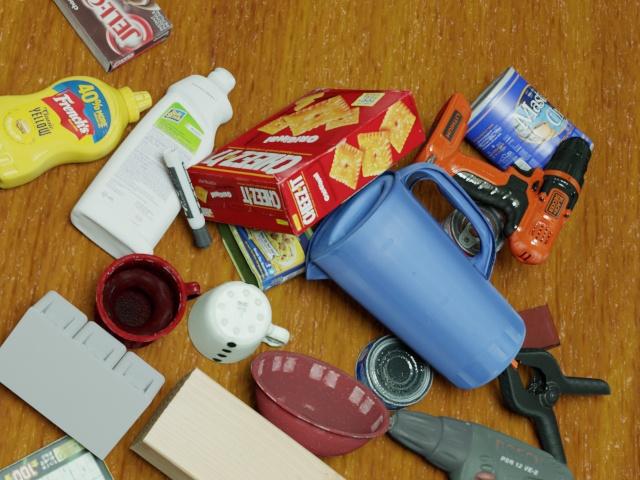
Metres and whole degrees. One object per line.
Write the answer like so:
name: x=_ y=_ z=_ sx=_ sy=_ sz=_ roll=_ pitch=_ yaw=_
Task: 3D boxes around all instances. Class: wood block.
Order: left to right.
wood block: x=-0.078 y=0.230 z=1.076 sx=0.206 sy=0.090 sz=0.090 roll=37 pitch=66 yaw=-5

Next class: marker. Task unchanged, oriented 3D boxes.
marker: x=-0.142 y=-0.044 z=1.153 sx=0.020 sy=0.020 sz=0.121 roll=-30 pitch=119 yaw=-24

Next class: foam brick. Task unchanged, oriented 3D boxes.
foam brick: x=0.234 y=0.114 z=1.270 sx=0.078 sy=0.053 sz=0.051 roll=-12 pitch=78 yaw=-22

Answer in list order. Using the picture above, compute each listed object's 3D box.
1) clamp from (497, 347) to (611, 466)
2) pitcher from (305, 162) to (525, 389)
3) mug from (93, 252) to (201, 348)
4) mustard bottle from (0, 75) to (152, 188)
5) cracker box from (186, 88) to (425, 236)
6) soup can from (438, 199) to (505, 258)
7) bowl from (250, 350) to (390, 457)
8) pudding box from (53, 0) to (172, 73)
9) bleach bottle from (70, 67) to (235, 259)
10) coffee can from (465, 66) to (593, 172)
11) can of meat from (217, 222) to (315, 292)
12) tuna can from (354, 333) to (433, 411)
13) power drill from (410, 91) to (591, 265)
clamp: x=0.258 y=0.188 z=1.237 sx=0.171 sy=0.039 sz=0.120 roll=31 pitch=75 yaw=-25
pitcher: x=0.117 y=0.042 z=1.164 sx=0.242 sy=0.149 sz=0.144 roll=44 pitch=54 yaw=-15
mug: x=-0.183 y=0.065 z=1.129 sx=0.117 sy=0.082 sz=0.093 roll=-16 pitch=79 yaw=-22
mustard bottle: x=-0.276 y=-0.129 z=1.171 sx=0.191 sy=0.058 sz=0.096 roll=-21 pitch=76 yaw=-23
cracker box: x=-0.017 y=-0.094 z=1.168 sx=0.213 sy=0.164 sz=0.072 roll=-36 pitch=120 yaw=-33
soup can: x=0.164 y=-0.001 z=1.254 sx=0.068 sy=0.102 sz=0.068 roll=5 pitch=72 yaw=-17
bowl: x=-0.009 y=0.182 z=1.137 sx=0.162 sy=0.162 sz=0.055 roll=21 pitch=106 yaw=-12
pudding box: x=-0.240 y=-0.263 z=1.233 sx=0.090 sy=0.039 sz=0.113 roll=-37 pitch=88 yaw=-24
bleach bottle: x=-0.167 y=-0.094 z=1.195 sx=0.102 sy=0.068 sz=0.250 roll=39 pitch=63 yaw=-9
coffee can: x=0.251 y=-0.131 z=1.322 sx=0.140 sy=0.103 sz=0.102 roll=42 pitch=66 yaw=-3
can of meat: x=-0.058 y=0.002 z=1.205 sx=0.083 sy=0.058 sz=0.102 roll=-25 pitch=83 yaw=-22
tuna can: x=0.085 y=0.150 z=1.219 sx=0.086 sy=0.034 sz=0.086 roll=5 pitch=72 yaw=-17
power drill: x=0.210 y=-0.087 z=1.212 sx=0.187 sy=0.057 sz=0.184 roll=32 pitch=58 yaw=-2
